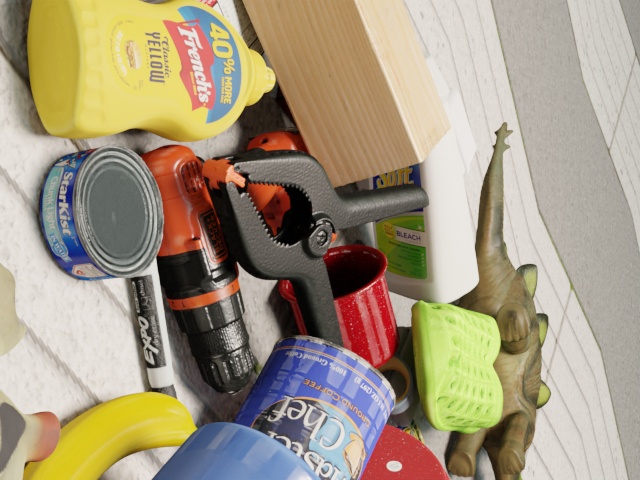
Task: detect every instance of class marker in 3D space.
[{"bbox_3d":[-0.113,0.068,0.730,0.020,0.020,0.121,-14,97,-61],"label":"marker"}]

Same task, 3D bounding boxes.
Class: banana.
[{"bbox_3d":[-0.133,0.138,0.642,0.070,0.037,0.197,47,35,11],"label":"banana"}]

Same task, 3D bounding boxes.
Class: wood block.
[{"bbox_3d":[0.016,-0.157,0.836,0.206,0.091,0.090,66,31,-15],"label":"wood block"}]

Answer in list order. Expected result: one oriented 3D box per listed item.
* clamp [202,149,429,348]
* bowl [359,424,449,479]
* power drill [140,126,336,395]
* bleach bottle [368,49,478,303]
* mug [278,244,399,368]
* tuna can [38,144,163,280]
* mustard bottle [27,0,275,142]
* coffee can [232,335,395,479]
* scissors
[{"bbox_3d":[-0.011,0.005,0.773,0.209,0.036,0.164,26,83,-45],"label":"clamp"},{"bbox_3d":[0.048,0.196,0.848,0.161,0.162,0.055,-35,153,-58],"label":"bowl"},{"bbox_3d":[-0.055,0.001,0.808,0.187,0.057,0.184,-37,116,-57],"label":"power drill"},{"bbox_3d":[0.079,-0.071,0.954,0.068,0.103,0.251,-28,118,-33],"label":"bleach bottle"},{"bbox_3d":[0.017,0.057,0.911,0.117,0.093,0.081,-120,-167,-63],"label":"mug"},{"bbox_3d":[-0.140,-0.017,0.685,0.086,0.034,0.086,20,67,-58],"label":"tuna can"},{"bbox_3d":[-0.101,-0.115,0.717,0.191,0.058,0.096,-4,86,-50],"label":"mustard bottle"},{"bbox_3d":[-0.019,0.154,0.769,0.102,0.103,0.140,57,50,-38],"label":"coffee can"},{"bbox_3d":[0.051,0.080,0.955,0.016,0.096,0.201,65,36,-47],"label":"scissors"}]
